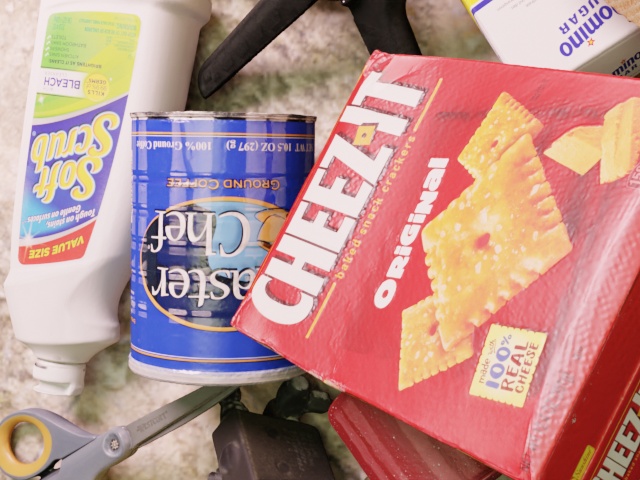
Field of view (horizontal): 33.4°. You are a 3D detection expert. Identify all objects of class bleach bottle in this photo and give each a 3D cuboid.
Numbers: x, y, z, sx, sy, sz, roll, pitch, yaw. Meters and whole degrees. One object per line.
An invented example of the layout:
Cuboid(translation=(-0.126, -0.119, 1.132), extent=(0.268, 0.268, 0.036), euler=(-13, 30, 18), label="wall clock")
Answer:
Cuboid(translation=(-0.134, -0.031, 0.644), extent=(0.103, 0.068, 0.251), euler=(8, 90, 22), label="bleach bottle")

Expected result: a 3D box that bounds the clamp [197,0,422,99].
Cuboid(translation=(0.021, -0.137, 0.577), extent=(0.164, 0.036, 0.210), euler=(25, 129, 10), label="clamp")

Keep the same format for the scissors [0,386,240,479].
Cuboid(translation=(-0.133, 0.109, 0.636), extent=(0.202, 0.016, 0.096), euler=(-46, 68, 22), label="scissors")

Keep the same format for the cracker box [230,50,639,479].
Cuboid(translation=(0.070, 0.006, 0.470), extent=(0.214, 0.072, 0.164), euler=(20, 80, 53), label="cracker box")

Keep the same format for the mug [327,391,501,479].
Cuboid(translation=(0.067, 0.095, 0.574), extent=(0.117, 0.093, 0.081), euler=(-31, 72, -21), label="mug")

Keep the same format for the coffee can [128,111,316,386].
Cuboid(translation=(-0.054, 0.001, 0.589), extent=(0.103, 0.102, 0.140), euler=(2, 95, 15), label="coffee can")
